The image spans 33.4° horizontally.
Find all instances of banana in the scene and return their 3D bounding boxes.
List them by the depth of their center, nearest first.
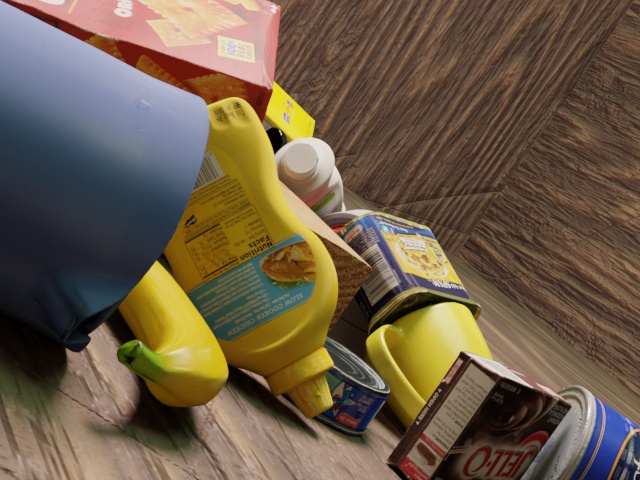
[{"bbox_3d":[-0.083,0.040,0.546,0.069,0.037,0.198,58,-7,-22],"label":"banana"}]

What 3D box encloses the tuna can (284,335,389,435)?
[{"bbox_3d":[0.003,0.088,0.699,0.086,0.034,0.086,34,6,-4],"label":"tuna can"}]

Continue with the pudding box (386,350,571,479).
[{"bbox_3d":[0.106,0.125,0.695,0.039,0.090,0.113,37,7,41],"label":"pudding box"}]

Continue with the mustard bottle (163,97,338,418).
[{"bbox_3d":[-0.044,0.018,0.642,0.191,0.096,0.058,62,2,7],"label":"mustard bottle"}]

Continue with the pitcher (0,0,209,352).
[{"bbox_3d":[-0.180,-0.064,0.465,0.242,0.145,0.149,28,-10,-24],"label":"pitcher"}]

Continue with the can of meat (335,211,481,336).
[{"bbox_3d":[0.063,0.030,0.816,0.101,0.058,0.084,16,39,-48],"label":"can of meat"}]

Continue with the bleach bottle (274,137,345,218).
[{"bbox_3d":[-0.017,-0.048,1.030,0.068,0.102,0.251,47,-11,7],"label":"bleach bottle"}]

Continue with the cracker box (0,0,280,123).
[{"bbox_3d":[-0.140,-0.160,0.816,0.213,0.072,0.164,18,32,-11],"label":"cracker box"}]
